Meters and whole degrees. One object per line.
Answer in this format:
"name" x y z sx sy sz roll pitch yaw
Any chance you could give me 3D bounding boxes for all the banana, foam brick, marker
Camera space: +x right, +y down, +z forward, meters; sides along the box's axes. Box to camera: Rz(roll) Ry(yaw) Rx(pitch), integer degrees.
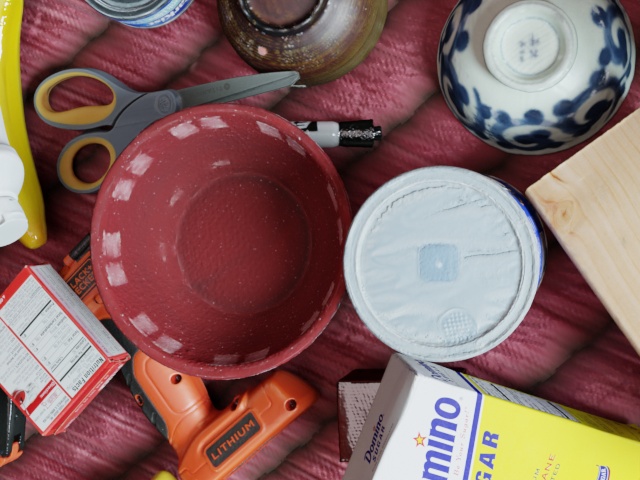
"banana" -0.218 -0.094 0.735 0.070 0.037 0.198 8 103 56
"foam brick" 0.054 0.110 0.677 0.078 0.053 0.051 -3 92 15
"marker" -0.021 -0.068 0.688 0.121 0.020 0.020 -1 92 -4

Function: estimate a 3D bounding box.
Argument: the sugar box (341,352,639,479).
"sugar box" 0.108 0.136 0.626 0.176 0.048 0.093 18 98 -21

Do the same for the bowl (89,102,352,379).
"bowl" -0.054 0.001 0.645 0.162 0.055 0.162 0 88 12

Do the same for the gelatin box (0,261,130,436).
"gelatin box" -0.178 0.071 0.695 0.089 0.030 0.073 46 105 11

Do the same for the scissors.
"scissors" -0.108 -0.072 0.715 0.202 0.016 0.096 8 101 23

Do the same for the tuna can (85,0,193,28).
"tuna can" -0.124 -0.188 0.719 0.086 0.033 0.086 1 93 14

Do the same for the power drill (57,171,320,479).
"power drill" -0.088 0.057 0.710 0.185 0.057 0.188 -44 79 16

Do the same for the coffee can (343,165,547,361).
"coffee can" 0.078 0.009 0.621 0.103 0.140 0.103 1 93 14
